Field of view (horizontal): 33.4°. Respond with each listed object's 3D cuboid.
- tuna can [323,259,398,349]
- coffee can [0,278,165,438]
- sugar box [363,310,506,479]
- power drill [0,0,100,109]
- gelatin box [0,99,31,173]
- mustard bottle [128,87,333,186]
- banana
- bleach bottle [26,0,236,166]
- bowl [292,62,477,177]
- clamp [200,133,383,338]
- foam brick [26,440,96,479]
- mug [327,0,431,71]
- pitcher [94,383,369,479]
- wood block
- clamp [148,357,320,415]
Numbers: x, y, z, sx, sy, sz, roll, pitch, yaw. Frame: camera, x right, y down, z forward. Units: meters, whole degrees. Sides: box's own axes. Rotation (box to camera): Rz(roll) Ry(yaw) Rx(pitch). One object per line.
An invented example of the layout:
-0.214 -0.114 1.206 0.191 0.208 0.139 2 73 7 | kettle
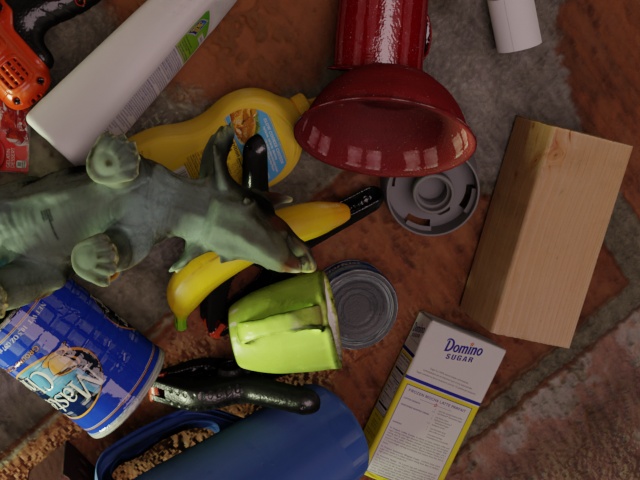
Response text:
0.033 0.064 1.060 0.086 0.034 0.086 -3 104 -12 | tuna can
-0.228 0.098 0.972 0.140 0.103 0.103 42 92 -19 | coffee can
0.110 0.170 1.100 0.093 0.048 0.176 24 94 -17 | sugar box
-0.249 -0.232 0.901 0.187 0.057 0.184 -41 95 -2 | power drill
-0.293 -0.106 0.943 0.073 0.030 0.089 3 103 -14 | gelatin box
-0.077 -0.087 0.982 0.191 0.058 0.096 -25 121 -6 | mustard bottle
-0.067 0.012 0.959 0.198 0.069 0.037 -32 66 8 | banana
-0.144 -0.171 0.936 0.068 0.102 0.251 42 85 1 | bleach bottle
0.059 -0.111 0.945 0.162 0.162 0.055 12 70 -16 | bowl
-0.057 0.001 1.000 0.164 0.036 0.210 30 107 -40 | clamp
-0.245 0.238 1.016 0.051 0.078 0.053 -39 109 0 | foam brick
0.064 -0.194 0.981 0.117 0.093 0.081 -4 101 -44 | mug
-0.080 0.227 0.998 0.242 0.145 0.149 -29 106 -32 | pitcher
0.219 -0.010 1.056 0.090 0.090 0.206 12 100 -16 | wood block
-0.078 0.132 1.030 0.171 0.120 0.039 2 103 8 | clamp
